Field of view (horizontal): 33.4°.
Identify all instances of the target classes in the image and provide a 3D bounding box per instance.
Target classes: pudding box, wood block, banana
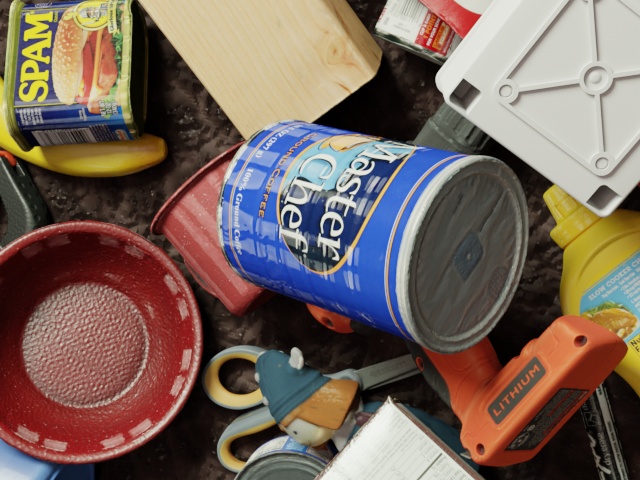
[{"bbox_3d":[0.052,0.159,0.608,0.113,0.039,0.090,42,87,16],"label":"pudding box"},{"bbox_3d":[-0.059,-0.166,0.655,0.091,0.090,0.206,-35,102,16],"label":"wood block"},{"bbox_3d":[-0.202,-0.089,0.768,0.198,0.037,0.070,33,102,15],"label":"banana"}]

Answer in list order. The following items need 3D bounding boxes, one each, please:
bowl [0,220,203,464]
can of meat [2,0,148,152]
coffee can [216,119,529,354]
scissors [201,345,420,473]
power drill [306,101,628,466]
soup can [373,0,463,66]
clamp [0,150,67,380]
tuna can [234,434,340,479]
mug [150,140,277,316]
[{"bbox_3d":[-0.162,0.070,0.731,0.162,0.055,0.162,1,82,-10],"label":"bowl"},{"bbox_3d":[-0.164,-0.114,0.726,0.084,0.057,0.102,-3,69,3],"label":"can of meat"},{"bbox_3d":[0.027,-0.006,0.584,0.141,0.102,0.103,17,98,42],"label":"coffee can"},{"bbox_3d":[0.002,0.084,0.714,0.202,0.016,0.096,-37,85,17],"label":"scissors"},{"bbox_3d":[0.090,0.023,0.632,0.185,0.057,0.188,-56,51,21],"label":"power drill"},{"bbox_3d":[0.082,-0.161,0.654,0.068,0.068,0.102,26,100,16],"label":"soup can"},{"bbox_3d":[-0.246,0.022,0.787,0.120,0.039,0.171,-6,87,13],"label":"clamp"},{"bbox_3d":[-0.016,0.173,0.707,0.086,0.033,0.086,3,103,13],"label":"tuna can"},{"bbox_3d":[-0.055,0.001,0.702,0.081,0.093,0.117,49,136,6],"label":"mug"}]
